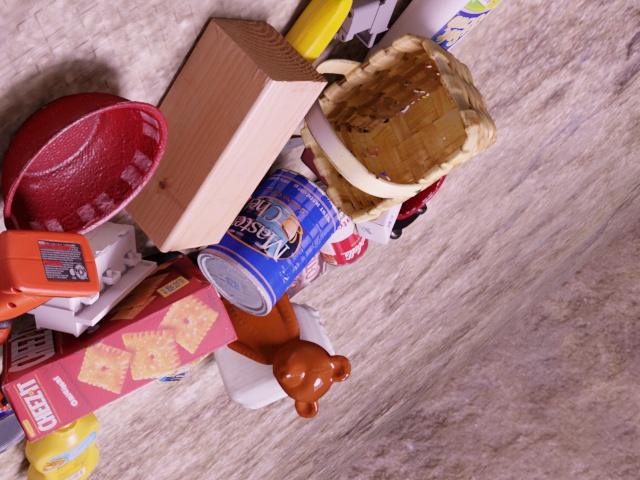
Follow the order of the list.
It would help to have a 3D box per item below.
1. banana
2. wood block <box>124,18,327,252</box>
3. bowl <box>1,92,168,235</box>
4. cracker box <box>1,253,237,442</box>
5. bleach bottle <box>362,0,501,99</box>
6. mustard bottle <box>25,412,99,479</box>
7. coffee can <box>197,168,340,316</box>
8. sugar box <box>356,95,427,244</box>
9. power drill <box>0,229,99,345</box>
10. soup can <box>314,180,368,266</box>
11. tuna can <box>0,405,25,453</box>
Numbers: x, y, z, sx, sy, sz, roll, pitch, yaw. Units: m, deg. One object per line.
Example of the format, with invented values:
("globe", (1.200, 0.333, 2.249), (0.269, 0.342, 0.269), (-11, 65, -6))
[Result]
("banana", (-0.026, -0.183, 1.034), (0.198, 0.037, 0.069), (-50, 173, 30))
("wood block", (-0.098, -0.097, 1.001), (0.090, 0.091, 0.206), (-12, 144, -55))
("bowl", (-0.208, -0.070, 0.895), (0.162, 0.055, 0.162), (-37, 160, -16))
("cracker box", (-0.204, 0.096, 1.055), (0.213, 0.072, 0.164), (-25, -164, -10))
("bleach bottle", (0.128, -0.242, 1.190), (0.251, 0.068, 0.102), (-46, 161, 17))
("mustard bottle", (-0.325, 0.256, 1.347), (0.096, 0.058, 0.192), (-31, 158, -28))
("coffee can", (-0.058, 0.002, 1.225), (0.140, 0.103, 0.103), (-50, 165, -24))
("sugar box", (0.092, -0.091, 1.340), (0.093, 0.048, 0.176), (70, 42, -74))
("power drill", (-0.294, 0.049, 0.889), (0.188, 0.057, 0.184), (-23, 167, 29))
("soup can", (0.018, -0.023, 1.380), (0.068, 0.069, 0.102), (-39, 140, -12))
("tuna can", (-0.367, 0.209, 1.204), (0.086, 0.034, 0.086), (-37, 160, -16))
